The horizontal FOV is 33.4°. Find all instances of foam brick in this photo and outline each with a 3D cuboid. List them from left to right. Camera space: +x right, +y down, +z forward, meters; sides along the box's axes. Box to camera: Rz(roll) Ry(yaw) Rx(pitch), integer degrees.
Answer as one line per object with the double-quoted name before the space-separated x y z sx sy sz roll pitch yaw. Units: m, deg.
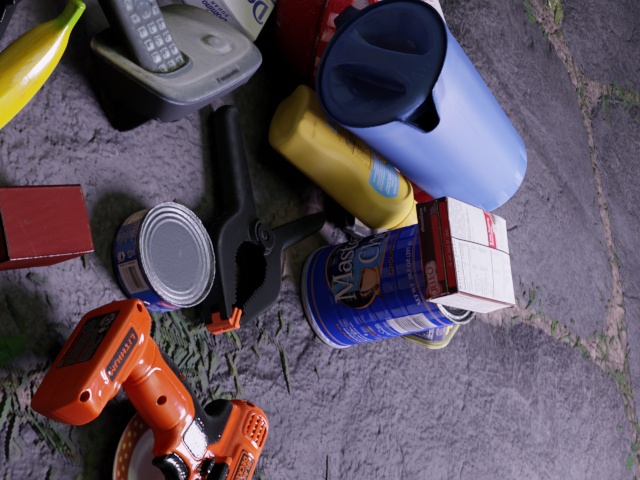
"foam brick" -0.205 -0.009 0.737 0.078 0.053 0.051 -6 83 -56

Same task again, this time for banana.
"banana" -0.232 -0.097 0.725 0.037 0.070 0.197 31 52 2

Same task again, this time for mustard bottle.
"mustard bottle" 0.035 -0.065 1.053 0.191 0.058 0.096 40 25 -23

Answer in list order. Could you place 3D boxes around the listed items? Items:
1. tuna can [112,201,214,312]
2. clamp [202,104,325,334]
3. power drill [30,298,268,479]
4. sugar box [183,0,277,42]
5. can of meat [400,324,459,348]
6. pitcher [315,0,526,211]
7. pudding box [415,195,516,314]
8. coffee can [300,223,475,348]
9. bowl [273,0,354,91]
"tuna can" -0.126 0.014 0.857 0.086 0.034 0.086 25 58 -48
"clamp" -0.056 0.001 0.957 0.164 0.036 0.210 42 43 -38
"power drill" -0.120 0.149 0.760 0.187 0.057 0.184 55 35 -29
"sugar box" -0.074 -0.270 1.026 0.093 0.048 0.176 51 40 -31
"can of meat" 0.127 0.052 1.147 0.102 0.057 0.084 -45 147 -51
"pitcher" 0.105 -0.125 1.040 0.242 0.145 0.149 36 61 -52
"pudding box" 0.132 0.015 0.965 0.113 0.039 0.090 14 67 -50
"coffee can" 0.067 0.042 1.023 0.102 0.141 0.103 25 58 -48
"bowl" -0.006 -0.233 1.059 0.162 0.055 0.162 19 89 -84
